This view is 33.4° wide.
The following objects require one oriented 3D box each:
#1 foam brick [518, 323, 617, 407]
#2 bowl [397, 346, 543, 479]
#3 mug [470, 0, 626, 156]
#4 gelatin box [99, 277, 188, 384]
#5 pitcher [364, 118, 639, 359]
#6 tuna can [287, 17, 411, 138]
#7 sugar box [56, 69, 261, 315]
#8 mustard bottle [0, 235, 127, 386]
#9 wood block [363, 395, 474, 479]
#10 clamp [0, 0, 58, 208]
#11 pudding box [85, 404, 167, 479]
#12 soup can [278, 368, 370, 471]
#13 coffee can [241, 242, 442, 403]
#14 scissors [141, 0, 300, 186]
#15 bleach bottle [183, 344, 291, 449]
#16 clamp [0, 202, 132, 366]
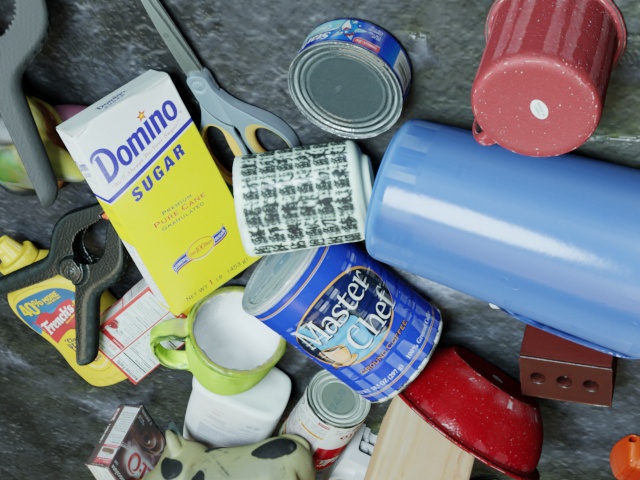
[{"bbox_3d":[0.210,0.101,0.903,0.078,0.051,0.053,6,136,20],"label":"foam brick"},{"bbox_3d":[0.139,0.141,0.940,0.162,0.162,0.055,32,98,-10],"label":"bowl"},{"bbox_3d":[0.137,-0.103,0.692,0.093,0.081,0.117,35,138,-14],"label":"mug"},{"bbox_3d":[-0.176,0.087,1.055,0.089,0.030,0.073,-39,116,5],"label":"gelatin box"},{"bbox_3d":[0.159,0.003,0.768,0.243,0.145,0.149,18,101,12],"label":"pitcher"},{"bbox_3d":[0.022,-0.117,0.769,0.086,0.033,0.086,13,139,12],"label":"tuna can"},{"bbox_3d":[-0.126,-0.037,0.856,0.048,0.093,0.176,25,146,56],"label":"sugar box"},{"bbox_3d":[-0.257,0.065,1.080,0.096,0.058,0.191,-23,122,30],"label":"mustard bottle"},{"bbox_3d":[0.082,0.247,1.004,0.090,0.206,0.091,21,141,3],"label":"wood block"},{"bbox_3d":[-0.246,-0.130,0.787,0.164,0.210,0.036,21,-175,-22],"label":"clamp"},{"bbox_3d":[-0.219,0.261,1.252,0.039,0.090,0.113,-2,133,27],"label":"pudding box"},{"bbox_3d":[0.004,0.181,1.076,0.068,0.068,0.102,25,139,-2],"label":"soup can"},{"bbox_3d":[0.019,0.058,0.908,0.140,0.102,0.103,38,138,-17],"label":"coffee can"},{"bbox_3d":[-0.073,-0.118,0.827,0.096,0.016,0.202,4,137,19],"label":"scissors"},{"bbox_3d":[-0.111,0.208,1.167,0.102,0.068,0.251,25,142,-2],"label":"bleach bottle"},{"bbox_3d":[-0.235,0.023,0.995,0.120,0.039,0.172,27,109,0],"label":"clamp"}]
